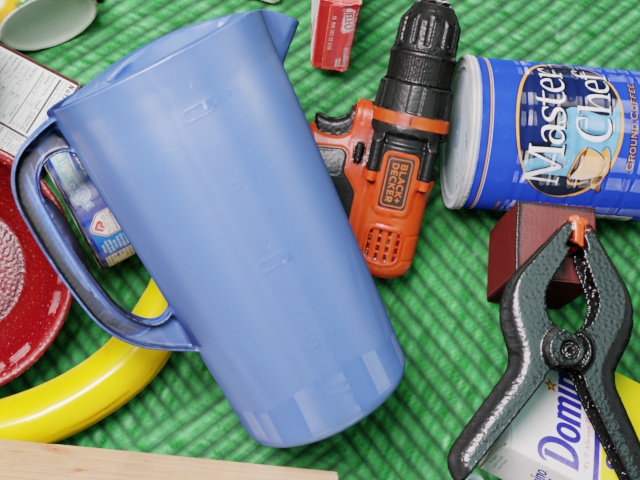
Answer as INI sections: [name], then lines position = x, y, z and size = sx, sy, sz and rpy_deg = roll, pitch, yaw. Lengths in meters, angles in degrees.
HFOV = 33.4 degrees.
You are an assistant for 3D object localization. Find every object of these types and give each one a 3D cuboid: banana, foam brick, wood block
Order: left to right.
[banana]
position = -0.159, 0.089, 0.676
size = 0.197, 0.037, 0.070
rpy_deg = -37, 60, -15
[wood block]
position = -0.094, 0.178, 0.609
size = 0.206, 0.090, 0.091
rpy_deg = 6, 97, -3
[foam brick]
position = 0.143, 0.011, 0.700
size = 0.053, 0.078, 0.051
rpy_deg = 5, 75, -3

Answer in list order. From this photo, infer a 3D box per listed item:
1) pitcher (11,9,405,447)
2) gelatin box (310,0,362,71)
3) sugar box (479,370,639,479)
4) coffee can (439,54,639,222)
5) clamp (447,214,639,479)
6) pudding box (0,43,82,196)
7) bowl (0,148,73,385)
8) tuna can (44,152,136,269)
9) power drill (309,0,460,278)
[pitcher]
position = -0.054, 0.001, 0.623
size = 0.243, 0.149, 0.144
rpy_deg = 64, 33, -15
[gelatin box]
position = 0.012, -0.175, 0.742
size = 0.030, 0.073, 0.089
rpy_deg = 3, 61, -5
[sugar box]
position = 0.197, 0.139, 0.669
size = 0.176, 0.048, 0.093
rpy_deg = 28, 51, 1
[coffee can]
position = 0.158, -0.067, 0.712
size = 0.140, 0.103, 0.103
rpy_deg = 4, 72, -4
[clamp]
position = 0.151, 0.074, 0.629
size = 0.120, 0.039, 0.171
rpy_deg = 18, 80, -5
[pudding box]
position = -0.228, -0.088, 0.722
size = 0.113, 0.039, 0.090
rpy_deg = 28, 72, 2
[bowl]
position = -0.233, 0.018, 0.669
size = 0.162, 0.055, 0.162
rpy_deg = 1, 87, -9
[tuna can]
position = -0.146, -0.025, 0.684
size = 0.033, 0.086, 0.086
rpy_deg = -28, 77, -11
[power drill]
position = -0.011, -0.079, 0.697
size = 0.187, 0.057, 0.184
rpy_deg = 12, 99, 3
